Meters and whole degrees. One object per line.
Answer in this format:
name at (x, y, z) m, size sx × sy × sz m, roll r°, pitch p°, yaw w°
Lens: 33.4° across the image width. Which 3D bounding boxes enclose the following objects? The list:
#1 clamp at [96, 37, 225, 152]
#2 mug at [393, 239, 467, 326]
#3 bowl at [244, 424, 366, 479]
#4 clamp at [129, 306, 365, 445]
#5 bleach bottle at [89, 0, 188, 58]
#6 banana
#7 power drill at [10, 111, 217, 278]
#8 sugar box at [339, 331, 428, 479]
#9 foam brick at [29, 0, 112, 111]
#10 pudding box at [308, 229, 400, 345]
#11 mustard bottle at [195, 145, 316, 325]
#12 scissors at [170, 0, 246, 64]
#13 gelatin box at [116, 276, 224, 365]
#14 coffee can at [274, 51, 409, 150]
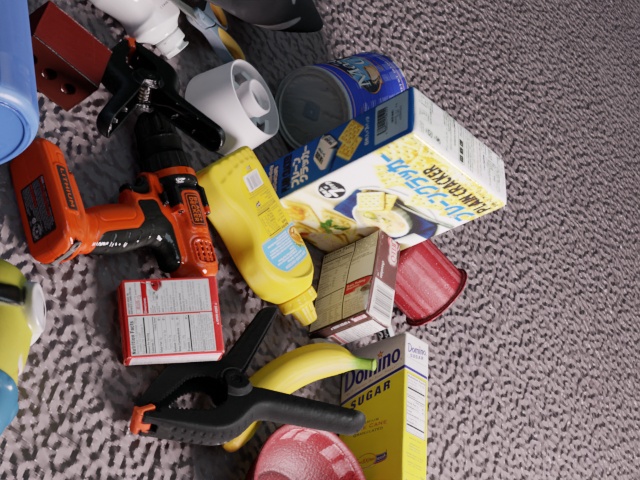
clamp at (-0.172, -0.139, 1.000) m, size 0.120 × 0.039 × 0.172 m, roll 5°, pitch 33°, yaw -39°
mug at (0.109, 0.036, 1.257) m, size 0.081 × 0.093 × 0.117 m, roll 46°, pitch 10°, yaw -16°
bowl at (-0.022, 0.253, 0.995) m, size 0.161 × 0.055 × 0.162 m, roll 27°, pitch 51°, yaw -39°
clamp at (-0.071, 0.141, 0.963) m, size 0.209 × 0.036 × 0.165 m, roll -18°, pitch 49°, yaw -41°
bleach bottle at (-0.223, -0.282, 1.052) m, size 0.250 × 0.068 × 0.102 m, roll 51°, pitch 40°, yaw -21°
banana at (-0.035, 0.142, 1.033) m, size 0.197 × 0.070 × 0.037 m, roll -26°, pitch 116°, yaw -38°
power drill at (-0.183, -0.046, 0.969) m, size 0.187 × 0.057 × 0.184 m, roll 2°, pitch 63°, yaw -48°
sugar box at (0.064, 0.189, 1.103) m, size 0.048 × 0.094 × 0.176 m, roll 30°, pitch 49°, yaw -37°
foam brick at (-0.240, -0.168, 0.974) m, size 0.078 × 0.053 × 0.051 m, roll 38°, pitch 45°, yaw -30°
pudding box at (0.037, 0.053, 1.149) m, size 0.039 × 0.090 × 0.113 m, roll 38°, pitch 46°, yaw -29°
mustard bottle at (-0.058, 0.002, 1.090) m, size 0.191 × 0.058 × 0.096 m, roll 60°, pitch 27°, yaw -6°
scissors at (-0.132, -0.246, 1.124) m, size 0.201 × 0.016 × 0.096 m, roll 43°, pitch 26°, yaw -59°
gelatin box at (-0.135, 0.072, 0.955) m, size 0.089 × 0.030 × 0.073 m, roll -2°, pitch 68°, yaw -17°
coffee can at (0.026, -0.161, 1.245) m, size 0.140 × 0.103 × 0.103 m, roll -26°, pitch 91°, yaw -53°
